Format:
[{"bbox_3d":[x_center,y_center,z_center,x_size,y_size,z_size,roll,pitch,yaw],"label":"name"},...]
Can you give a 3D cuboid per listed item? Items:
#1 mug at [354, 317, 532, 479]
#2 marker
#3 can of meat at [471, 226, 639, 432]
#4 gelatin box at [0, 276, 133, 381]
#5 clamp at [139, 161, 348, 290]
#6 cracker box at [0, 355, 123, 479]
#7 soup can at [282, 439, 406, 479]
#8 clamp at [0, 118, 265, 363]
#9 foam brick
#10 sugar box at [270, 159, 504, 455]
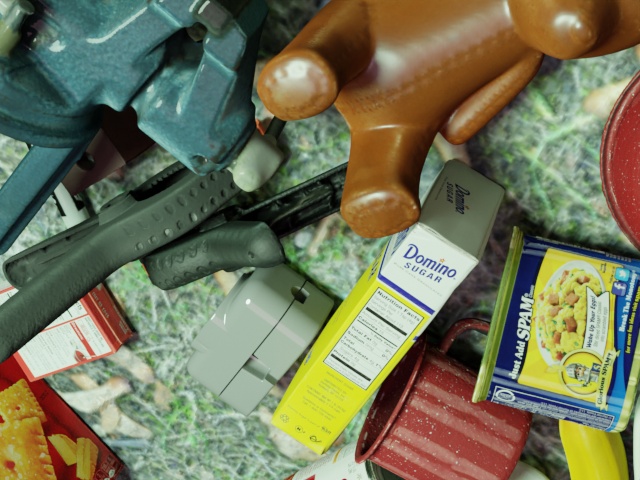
[{"bbox_3d":[0.084,0.105,0.665,0.081,0.093,0.117,28,94,-2],"label":"mug"},{"bbox_3d":[-0.173,-0.036,0.714,0.020,0.020,0.121,-11,113,25],"label":"marker"},{"bbox_3d":[0.138,0.051,0.605,0.084,0.057,0.102,13,78,10],"label":"can of meat"},{"bbox_3d":[-0.189,0.055,0.764,0.089,0.030,0.073,-20,108,28],"label":"gelatin box"},{"bbox_3d":[-0.054,0.001,0.637,0.172,0.120,0.039,-22,94,32],"label":"clamp"},{"bbox_3d":[-0.260,0.149,0.762,0.072,0.164,0.213,-34,102,30],"label":"cracker box"},{"bbox_3d":[0.019,0.179,0.734,0.102,0.068,0.068,-35,102,31],"label":"soup can"},{"bbox_3d":[-0.122,-0.008,0.657,0.210,0.165,0.036,-34,108,-6],"label":"clamp"},{"bbox_3d":[-0.148,-0.077,0.663,0.053,0.051,0.078,-26,106,30],"label":"foam brick"},{"bbox_3d":[0.038,0.040,0.636,0.048,0.093,0.176,31,123,1],"label":"sugar box"}]
